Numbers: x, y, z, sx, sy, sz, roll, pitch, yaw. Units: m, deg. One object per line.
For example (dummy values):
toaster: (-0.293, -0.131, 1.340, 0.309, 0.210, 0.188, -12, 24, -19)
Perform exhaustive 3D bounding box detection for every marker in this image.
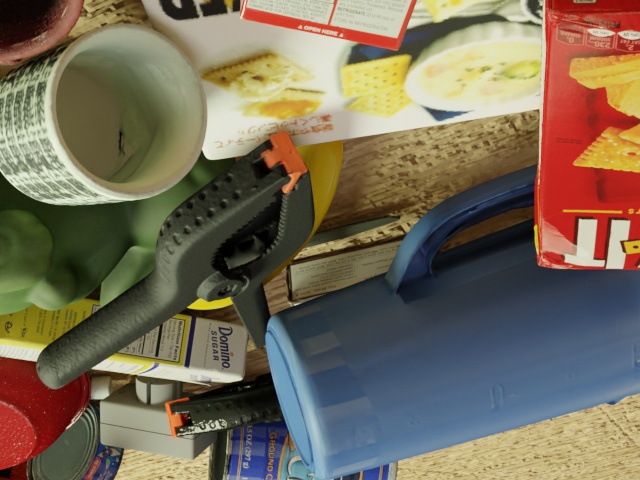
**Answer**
marker: (-0.231, 0.121, 0.870, 0.121, 0.020, 0.020, -2, 142, -2)

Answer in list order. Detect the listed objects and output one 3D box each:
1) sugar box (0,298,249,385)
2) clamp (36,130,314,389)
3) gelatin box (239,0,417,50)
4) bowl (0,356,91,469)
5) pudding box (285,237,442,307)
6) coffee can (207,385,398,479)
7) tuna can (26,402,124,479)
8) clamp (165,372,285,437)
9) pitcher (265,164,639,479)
sugar box: (-0.148, 0.070, 0.766, 0.176, 0.048, 0.093, 9, 167, -19)
clamp: (-0.070, 0.019, 0.612, 0.164, 0.036, 0.210, -12, 151, -33)
gelatin box: (0.010, -0.128, 0.446, 0.073, 0.030, 0.089, 9, 137, -11)
bowl: (-0.261, 0.128, 0.823, 0.162, 0.055, 0.162, -1, 131, -2)
pudding box: (0.041, 0.043, 0.773, 0.113, 0.039, 0.090, -14, 140, 10)
coffee can: (-0.017, 0.178, 0.890, 0.140, 0.103, 0.103, 6, 141, -12)
tuna can: (-0.204, 0.178, 0.891, 0.086, 0.086, 0.033, -27, 138, 28)
clamp: (-0.027, 0.116, 0.797, 0.171, 0.039, 0.120, -15, 174, -15)
pitcher: (0.092, 0.055, 0.672, 0.242, 0.149, 0.145, -16, 166, -11)
